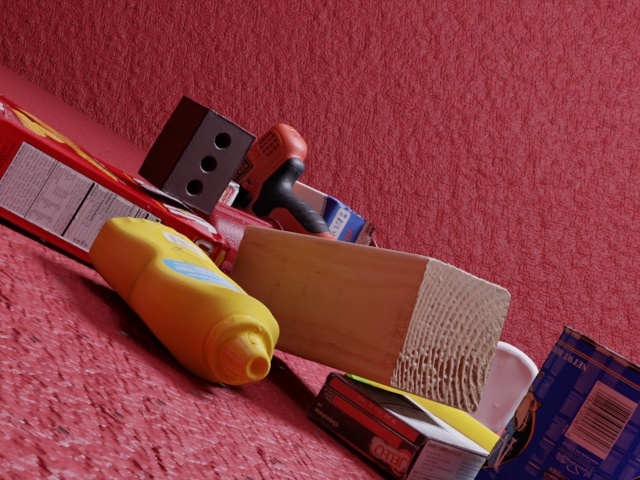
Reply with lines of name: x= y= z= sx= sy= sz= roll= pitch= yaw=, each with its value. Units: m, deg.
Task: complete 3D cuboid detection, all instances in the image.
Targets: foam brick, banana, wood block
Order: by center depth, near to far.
wood block: x=0.024 y=0.052 z=0.784 sx=0.090 sy=0.090 sz=0.206 roll=22 pitch=-7 yaw=-38
banana: x=0.108 y=0.163 z=0.868 sx=0.198 sy=0.037 sz=0.069 roll=30 pitch=20 yaw=21
foam brick: x=-0.102 y=-0.069 z=0.869 sx=0.052 sy=0.078 sz=0.051 roll=29 pitch=3 yaw=-38

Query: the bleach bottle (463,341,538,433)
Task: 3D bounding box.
bleach bottle: x=0.199 y=0.163 z=1.243 sx=0.068 sy=0.102 sz=0.250 roll=36 pitch=3 yaw=8

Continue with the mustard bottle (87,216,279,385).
mustard bottle: x=-0.079 y=0.043 z=0.681 sx=0.096 sy=0.058 sz=0.192 roll=31 pitch=1 yaw=-33

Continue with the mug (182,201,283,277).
mug: x=-0.090 y=0.019 z=0.964 sx=0.081 sy=0.093 sz=0.117 roll=23 pitch=42 yaw=-37

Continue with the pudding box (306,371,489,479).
pudding box: x=0.057 y=0.134 z=0.726 sx=0.090 sy=0.039 sz=0.113 roll=31 pitch=3 yaw=38

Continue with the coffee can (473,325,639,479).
coffee can: x=0.168 y=0.141 z=0.692 sx=0.103 sy=0.140 sz=0.103 roll=30 pitch=2 yaw=-1

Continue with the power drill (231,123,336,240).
power drill: x=-0.057 y=0.001 z=1.047 sx=0.057 sy=0.185 sz=0.188 roll=23 pitch=27 yaw=-54

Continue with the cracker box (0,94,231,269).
cracker box: x=-0.193 y=-0.038 z=0.847 sx=0.213 sy=0.072 sz=0.164 roll=31 pitch=2 yaw=-28
